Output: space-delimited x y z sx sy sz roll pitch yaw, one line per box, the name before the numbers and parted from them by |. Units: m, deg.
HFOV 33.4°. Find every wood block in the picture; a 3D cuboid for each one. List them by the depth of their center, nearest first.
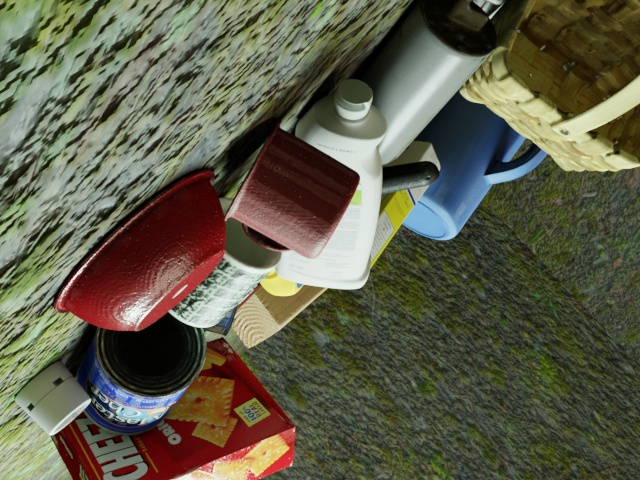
wood block | -0.047 0.056 1.552 0.205 0.091 0.090 -38 -178 -43

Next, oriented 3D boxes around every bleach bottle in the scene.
bleach bottle | 0.018 -0.050 0.980 0.251 0.102 0.068 105 -10 -54

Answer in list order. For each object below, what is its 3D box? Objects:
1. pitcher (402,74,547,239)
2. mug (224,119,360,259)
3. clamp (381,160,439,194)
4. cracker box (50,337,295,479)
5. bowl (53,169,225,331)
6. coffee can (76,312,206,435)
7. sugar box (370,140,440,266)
pitcher | 0.184 -0.121 1.285 0.242 0.145 0.149 -56 -171 -17
mug | -0.025 -0.030 0.871 0.117 0.081 0.093 -57 -175 45
clamp | 0.022 -0.067 1.154 0.210 0.036 0.164 -24 -153 12
cracker box | -0.158 0.200 1.125 0.213 0.164 0.072 -17 132 -27
bowl | -0.125 0.019 0.821 0.162 0.055 0.162 -42 176 -4
coffee can | -0.175 0.121 1.026 0.102 0.103 0.140 -40 175 -30
sugar box | 0.050 -0.040 1.176 0.093 0.048 0.176 12 -129 40
